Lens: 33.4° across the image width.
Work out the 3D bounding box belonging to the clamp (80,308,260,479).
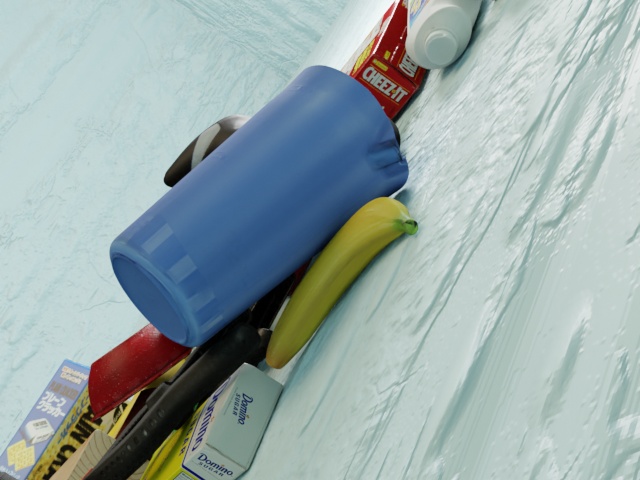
[{"bbox_3d":[-0.124,0.134,0.914,0.210,0.036,0.164,-47,6,5],"label":"clamp"}]

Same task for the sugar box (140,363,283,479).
[{"bbox_3d":[-0.103,0.181,0.888,0.176,0.048,0.093,-50,10,41],"label":"sugar box"}]

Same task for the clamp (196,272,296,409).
[{"bbox_3d":[-0.073,0.103,1.034,0.172,0.039,0.120,-49,10,38],"label":"clamp"}]

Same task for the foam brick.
[{"bbox_3d":[-0.181,0.205,1.160,0.051,0.053,0.078,-19,37,51],"label":"foam brick"}]

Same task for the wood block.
[{"bbox_3d":[-0.257,0.295,1.165,0.206,0.090,0.090,-45,14,50],"label":"wood block"}]

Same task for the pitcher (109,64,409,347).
[{"bbox_3d":[-0.057,-0.028,0.886,0.242,0.145,0.149,-41,-13,-24],"label":"pitcher"}]

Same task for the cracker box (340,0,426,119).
[{"bbox_3d":[0.046,-0.162,1.251,0.214,0.072,0.164,-48,12,38],"label":"cracker box"}]

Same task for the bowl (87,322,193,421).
[{"bbox_3d":[-0.208,0.137,1.215,0.162,0.055,0.162,-35,1,1],"label":"bowl"}]

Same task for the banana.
[{"bbox_3d":[0.014,0.025,0.851,0.198,0.037,0.069,-50,9,35],"label":"banana"}]

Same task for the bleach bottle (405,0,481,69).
[{"bbox_3d":[0.134,-0.246,1.119,0.103,0.068,0.250,-52,12,27],"label":"bleach bottle"}]
